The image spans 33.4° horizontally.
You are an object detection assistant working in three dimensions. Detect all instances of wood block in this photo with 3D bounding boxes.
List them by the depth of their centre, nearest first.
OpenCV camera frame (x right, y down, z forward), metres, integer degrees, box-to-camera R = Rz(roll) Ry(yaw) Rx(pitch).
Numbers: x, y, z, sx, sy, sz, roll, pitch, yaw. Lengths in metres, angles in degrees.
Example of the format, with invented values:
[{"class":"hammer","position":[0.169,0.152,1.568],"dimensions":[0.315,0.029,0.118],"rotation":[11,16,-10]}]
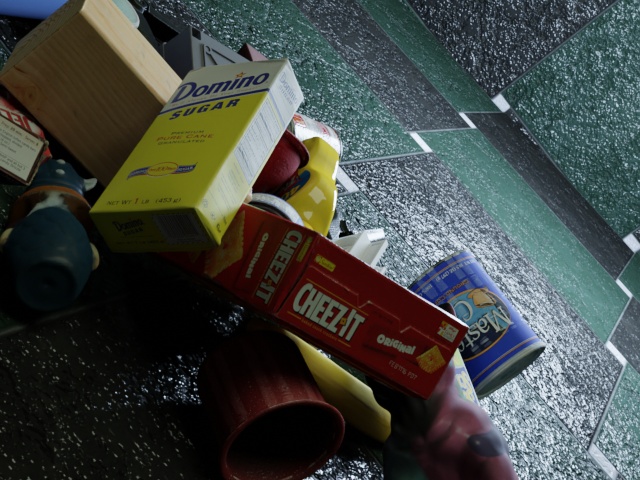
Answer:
[{"class":"wood block","position":[-0.156,-0.099,0.890],"dimensions":[0.206,0.091,0.090],"rotation":[48,16,-25]}]

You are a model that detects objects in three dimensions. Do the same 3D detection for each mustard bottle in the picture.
[{"class":"mustard bottle","position":[-0.024,-0.031,1.068],"dimensions":[0.058,0.096,0.191],"rotation":[40,21,-18]}]

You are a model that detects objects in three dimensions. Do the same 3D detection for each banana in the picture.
[{"class":"banana","position":[0.016,0.132,0.931],"dimensions":[0.197,0.037,0.070],"rotation":[38,-7,-29]}]

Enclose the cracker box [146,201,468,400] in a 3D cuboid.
[{"class":"cracker box","position":[-0.020,0.033,0.808],"dimensions":[0.164,0.072,0.214],"rotation":[31,-5,-36]}]

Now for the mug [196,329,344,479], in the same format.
[{"class":"mug","position":[-0.036,0.126,0.771],"dimensions":[0.081,0.093,0.117],"rotation":[60,-2,45]}]

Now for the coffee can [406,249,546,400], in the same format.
[{"class":"coffee can","position":[0.170,0.095,1.203],"dimensions":[0.140,0.103,0.102],"rotation":[53,21,19]}]

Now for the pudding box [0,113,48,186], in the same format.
[{"class":"pudding box","position":[-0.252,-0.077,0.714],"dimensions":[0.113,0.039,0.090],"rotation":[31,-15,-36]}]

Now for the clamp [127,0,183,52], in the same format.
[{"class":"clamp","position":[-0.213,-0.252,1.200],"dimensions":[0.210,0.036,0.164],"rotation":[44,21,-10]}]

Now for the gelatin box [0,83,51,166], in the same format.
[{"class":"gelatin box","position":[-0.256,-0.094,0.820],"dimensions":[0.089,0.030,0.073],"rotation":[24,30,-46]}]

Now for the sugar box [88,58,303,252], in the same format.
[{"class":"sugar box","position":[-0.087,-0.066,0.784],"dimensions":[0.048,0.093,0.176],"rotation":[65,35,-39]}]
